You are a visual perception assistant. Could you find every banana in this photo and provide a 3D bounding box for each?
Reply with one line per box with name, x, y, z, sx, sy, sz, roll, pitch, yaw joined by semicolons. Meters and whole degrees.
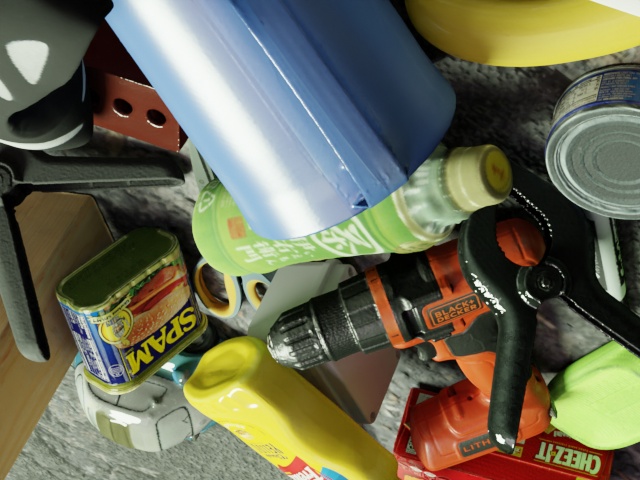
banana;0.122;-0.118;0.520;0.198;0.037;0.069;0;137;28

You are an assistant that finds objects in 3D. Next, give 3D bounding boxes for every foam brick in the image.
foam brick;-0.111;-0.098;0.655;0.078;0.051;0.053;18;143;7

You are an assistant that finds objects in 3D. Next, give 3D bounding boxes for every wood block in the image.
wood block;-0.238;0.065;0.790;0.091;0.206;0.090;7;140;21

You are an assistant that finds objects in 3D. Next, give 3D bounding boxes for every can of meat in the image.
can of meat;-0.141;0.050;0.800;0.058;0.102;0.084;22;138;37

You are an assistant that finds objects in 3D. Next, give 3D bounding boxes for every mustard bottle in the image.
mustard bottle;-0.002;0.145;0.753;0.191;0.058;0.096;42;151;-19

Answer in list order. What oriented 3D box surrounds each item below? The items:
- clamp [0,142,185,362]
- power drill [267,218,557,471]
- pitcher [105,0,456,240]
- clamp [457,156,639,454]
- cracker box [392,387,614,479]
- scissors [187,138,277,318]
clamp;-0.210;-0.041;0.743;0.210;0.164;0.036;41;170;11
power drill;0.075;0.080;0.715;0.184;0.057;0.187;-20;136;6
pitcher;-0.042;-0.123;0.520;0.149;0.144;0.242;-10;128;41
clamp;0.121;0.035;0.618;0.171;0.120;0.039;60;172;9
cracker box;0.146;0.223;0.887;0.164;0.072;0.214;12;142;15
scissors;-0.055;0.001;0.771;0.096;0.016;0.202;21;143;8
